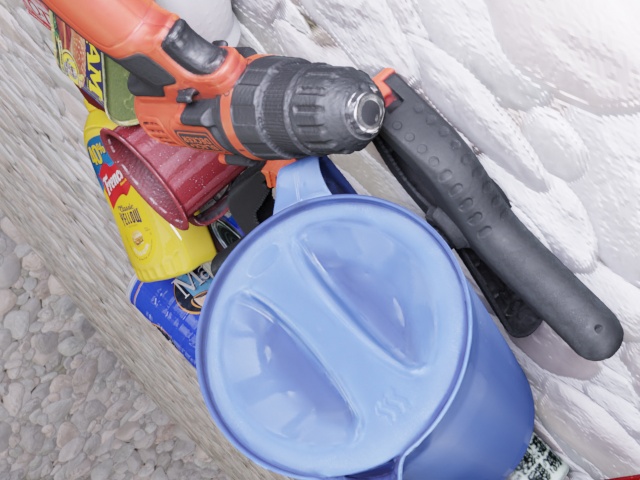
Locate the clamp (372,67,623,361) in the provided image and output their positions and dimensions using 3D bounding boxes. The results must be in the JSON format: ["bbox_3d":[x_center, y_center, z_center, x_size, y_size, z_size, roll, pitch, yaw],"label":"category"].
[{"bbox_3d":[0.079,-0.009,0.519,0.171,0.039,0.120,50,168,-15],"label":"clamp"}]

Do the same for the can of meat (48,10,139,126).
[{"bbox_3d":[-0.138,-0.140,0.708,0.084,0.057,0.102,39,138,39],"label":"can of meat"}]

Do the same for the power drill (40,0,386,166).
[{"bbox_3d":[-0.076,-0.103,0.500,0.185,0.057,0.187,8,152,51],"label":"power drill"}]

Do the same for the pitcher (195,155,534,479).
[{"bbox_3d":[0.041,0.066,0.584,0.145,0.149,0.242,25,173,27],"label":"pitcher"}]

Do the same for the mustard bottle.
[{"bbox_3d":[-0.160,-0.061,0.936,0.096,0.058,0.191,-10,103,52],"label":"mustard bottle"}]

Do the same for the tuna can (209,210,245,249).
[{"bbox_3d":[-0.056,0.001,0.906,0.086,0.033,0.086,43,163,16],"label":"tuna can"}]

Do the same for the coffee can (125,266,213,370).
[{"bbox_3d":[-0.119,0.073,1.115,0.140,0.102,0.103,43,164,15],"label":"coffee can"}]

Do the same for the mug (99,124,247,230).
[{"bbox_3d":[-0.092,-0.060,0.771,0.093,0.081,0.117,32,158,44],"label":"mug"}]

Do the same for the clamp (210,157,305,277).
[{"bbox_3d":[-0.029,0.000,0.782,0.165,0.036,0.210,18,150,23],"label":"clamp"}]
